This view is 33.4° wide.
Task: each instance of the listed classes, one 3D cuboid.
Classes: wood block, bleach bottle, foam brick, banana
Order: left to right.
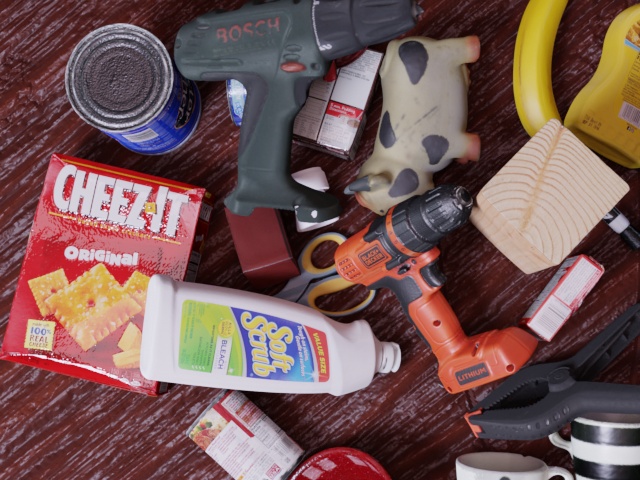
[{"bbox_3d":[-0.057,0.001,1.063,0.051,0.053,0.078,-19,65,2],"label":"foam brick"},{"bbox_3d":[-0.043,0.095,1.030,0.250,0.068,0.102,7,90,-17],"label":"bleach bottle"},{"bbox_3d":[0.200,-0.034,0.978,0.090,0.206,0.091,44,91,6],"label":"wood block"},{"bbox_3d":[0.226,-0.179,1.074,0.069,0.037,0.198,-2,89,-25],"label":"banana"}]

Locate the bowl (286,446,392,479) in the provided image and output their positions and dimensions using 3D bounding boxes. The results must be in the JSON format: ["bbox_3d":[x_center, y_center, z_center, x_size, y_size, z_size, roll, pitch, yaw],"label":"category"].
[{"bbox_3d":[0.026,0.283,1.022,0.162,0.055,0.162,-21,56,34],"label":"bowl"}]

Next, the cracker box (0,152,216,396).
[{"bbox_3d":[-0.212,0.034,1.073,0.164,0.072,0.214,13,86,4],"label":"cracker box"}]

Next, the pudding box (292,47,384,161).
[{"bbox_3d":[0.007,-0.148,1.086,0.090,0.039,0.113,18,84,8],"label":"pudding box"}]

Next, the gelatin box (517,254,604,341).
[{"bbox_3d":[0.233,0.056,1.036,0.030,0.073,0.089,38,89,5],"label":"gelatin box"}]

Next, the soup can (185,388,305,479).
[{"bbox_3d":[-0.073,0.200,1.052,0.102,0.068,0.068,42,90,6],"label":"soup can"}]

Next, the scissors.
[{"bbox_3d":[-0.045,0.047,1.087,0.202,0.016,0.096,-7,84,3],"label":"scissors"}]

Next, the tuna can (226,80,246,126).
[{"bbox_3d":[-0.071,-0.157,1.069,0.034,0.086,0.086,-2,86,6],"label":"tuna can"}]

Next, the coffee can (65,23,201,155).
[{"bbox_3d":[-0.180,-0.144,1.049,0.103,0.140,0.103,0,86,4],"label":"coffee can"}]

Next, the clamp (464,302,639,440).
[{"bbox_3d":[0.240,0.135,1.021,0.210,0.164,0.036,-22,113,23],"label":"clamp"}]

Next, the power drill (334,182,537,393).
[{"bbox_3d":[0.118,0.046,1.001,0.057,0.185,0.187,-40,95,-38],"label":"power drill"}]
